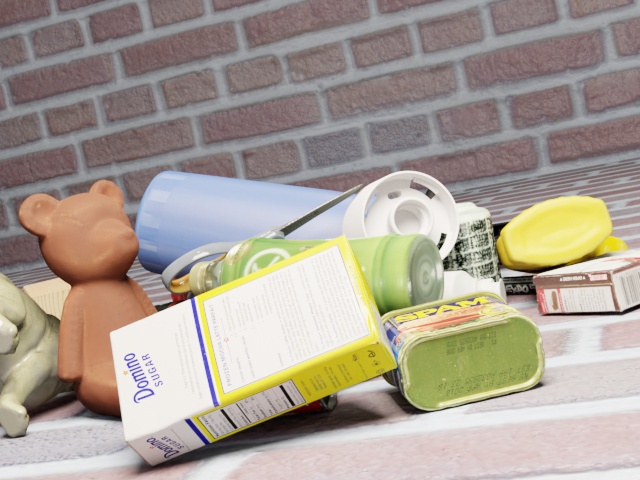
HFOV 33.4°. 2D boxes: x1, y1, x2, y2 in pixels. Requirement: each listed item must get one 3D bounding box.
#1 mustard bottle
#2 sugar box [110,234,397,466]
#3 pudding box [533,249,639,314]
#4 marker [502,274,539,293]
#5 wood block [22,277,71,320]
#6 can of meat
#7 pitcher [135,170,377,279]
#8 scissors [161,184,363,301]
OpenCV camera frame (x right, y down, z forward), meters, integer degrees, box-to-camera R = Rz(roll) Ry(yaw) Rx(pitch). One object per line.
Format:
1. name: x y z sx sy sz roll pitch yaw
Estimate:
1. mustard bottle: 0.220 0.000 1.034 0.096 0.058 0.191 -18 -7 4
2. sugar box: -0.047 0.072 0.704 0.176 0.093 0.048 -24 -42 7
3. pudding box: 0.257 0.034 0.933 0.113 0.039 0.090 -12 2 -36
4. marker: 0.200 0.044 1.068 0.020 0.020 0.121 -15 5 -36
5. wood block: -0.300 0.093 1.284 0.090 0.090 0.206 -13 5 -17
6. can of meat: 0.094 0.075 0.729 0.102 0.057 0.084 -13 7 -5
7. pitcher: -0.057 0.001 1.099 0.243 0.149 0.145 11 47 12
8. scissors: -0.051 0.012 0.992 0.201 0.016 0.096 -21 -35 -16
